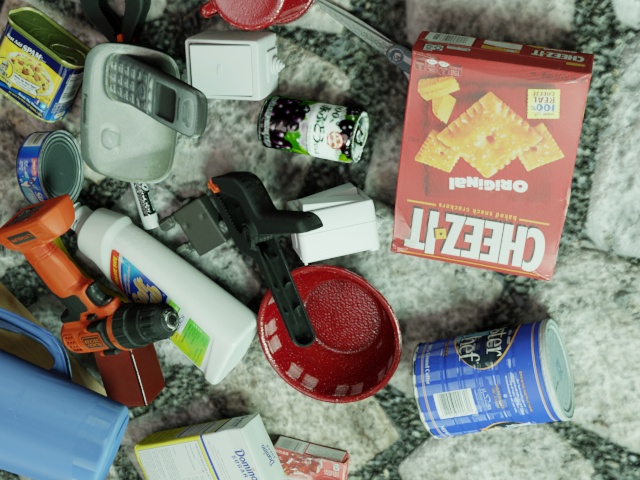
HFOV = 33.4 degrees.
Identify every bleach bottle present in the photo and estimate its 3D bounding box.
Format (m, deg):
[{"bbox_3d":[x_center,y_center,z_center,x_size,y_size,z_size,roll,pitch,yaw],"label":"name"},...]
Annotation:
[{"bbox_3d":[-0.188,0.048,1.204,0.251,0.068,0.103,38,140,9],"label":"bleach bottle"}]

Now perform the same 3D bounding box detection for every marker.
[{"bbox_3d":[-0.206,-0.071,1.191,0.020,0.020,0.121,-8,107,22],"label":"marker"}]

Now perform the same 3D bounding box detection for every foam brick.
[{"bbox_3d":[-0.225,0.151,1.263,0.051,0.053,0.078,-7,106,22],"label":"foam brick"}]

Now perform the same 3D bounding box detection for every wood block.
[{"bbox_3d":[-0.369,0.160,1.297,0.206,0.090,0.091,46,118,-2],"label":"wood block"}]

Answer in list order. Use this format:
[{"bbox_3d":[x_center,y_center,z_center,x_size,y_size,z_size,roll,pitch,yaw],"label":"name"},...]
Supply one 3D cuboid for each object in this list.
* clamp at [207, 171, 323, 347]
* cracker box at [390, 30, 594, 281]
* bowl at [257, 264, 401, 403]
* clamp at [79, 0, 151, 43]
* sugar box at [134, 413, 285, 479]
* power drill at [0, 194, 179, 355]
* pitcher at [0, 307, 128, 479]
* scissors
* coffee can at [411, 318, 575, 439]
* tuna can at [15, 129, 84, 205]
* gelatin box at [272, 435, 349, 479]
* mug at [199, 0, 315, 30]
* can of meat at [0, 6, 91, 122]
[{"bbox_3d":[-0.057,0.001,1.097,0.210,0.036,0.164,43,142,46],"label":"clamp"},{"bbox_3d":[0.159,-0.079,1.016,0.164,0.072,0.214,11,118,12],"label":"cracker box"},{"bbox_3d":[0.016,0.093,1.154,0.162,0.055,0.162,7,111,17],"label":"bowl"},{"bbox_3d":[-0.211,-0.285,1.104,0.120,0.039,0.171,-9,112,27],"label":"clamp"},{"bbox_3d":[-0.132,0.264,1.261,0.177,0.048,0.093,-16,101,31],"label":"sugar box"},{"bbox_3d":[-0.255,0.043,1.158,0.185,0.057,0.187,-12,116,41],"label":"power drill"},{"bbox_3d":[-0.338,0.182,1.184,0.243,0.145,0.149,21,109,-2],"label":"pitcher"},{"bbox_3d":[0.078,-0.163,1.059,0.202,0.016,0.096,21,115,11],"label":"scissors"},{"bbox_3d":[0.177,0.142,1.089,0.140,0.102,0.103,-13,104,23],"label":"coffee can"},{"bbox_3d":[-0.300,-0.079,1.185,0.034,0.086,0.086,0,109,20],"label":"tuna can"},{"bbox_3d":[-0.013,0.275,1.246,0.089,0.030,0.073,11,113,16],"label":"gelatin box"},{"bbox_3d":[-0.068,-0.247,1.043,0.117,0.081,0.093,-17,103,24],"label":"mug"},{"bbox_3d":[-0.307,-0.190,1.164,0.102,0.057,0.084,37,119,4],"label":"can of meat"}]
